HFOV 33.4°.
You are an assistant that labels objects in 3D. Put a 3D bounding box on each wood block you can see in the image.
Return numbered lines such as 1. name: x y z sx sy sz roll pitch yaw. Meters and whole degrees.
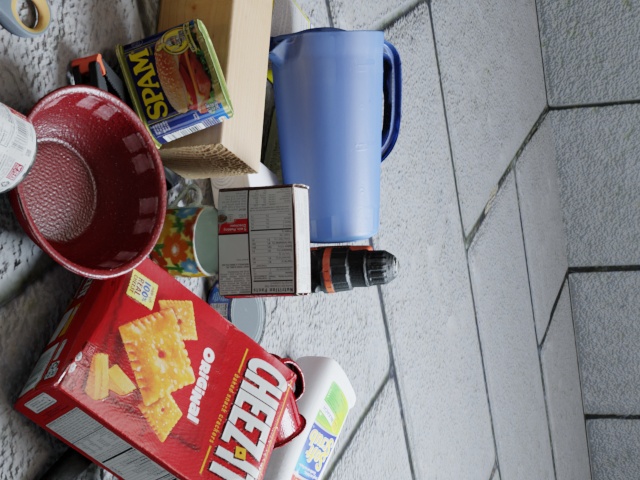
1. wood block: -0.113 -0.177 1.100 0.090 0.090 0.206 34 56 -62

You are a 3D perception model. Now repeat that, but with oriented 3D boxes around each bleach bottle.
1. bleach bottle: -0.028 0.265 1.287 0.102 0.068 0.250 65 34 -40

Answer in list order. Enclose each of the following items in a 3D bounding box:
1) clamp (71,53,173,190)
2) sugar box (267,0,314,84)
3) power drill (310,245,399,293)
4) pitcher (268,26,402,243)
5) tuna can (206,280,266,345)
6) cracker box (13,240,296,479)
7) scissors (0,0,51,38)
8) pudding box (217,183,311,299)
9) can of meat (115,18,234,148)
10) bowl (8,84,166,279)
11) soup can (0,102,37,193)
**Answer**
1. clamp: -0.185 -0.083 0.977 0.120 0.039 0.171 -92 161 -54
2. sugar box: -0.045 -0.244 1.323 0.176 0.048 0.093 47 47 -60
3. power drill: 0.015 0.033 1.281 0.187 0.184 0.057 4 85 -76
4. pitcher: 0.019 -0.124 1.238 0.145 0.149 0.243 -52 141 -78
5. tuna can: -0.093 0.083 1.187 0.086 0.034 0.086 -3 90 -67
6. cracker box: -0.134 0.129 0.931 0.213 0.072 0.164 40 44 -21
7. scissors: -0.267 -0.182 0.833 0.201 0.016 0.096 -60 141 -51
8. pudding box: -0.057 0.001 1.073 0.039 0.090 0.113 0 88 -67
9. can of meat: -0.136 -0.149 1.007 0.057 0.084 0.102 49 21 -81
10. bowl: -0.204 -0.045 0.889 0.161 0.055 0.162 14 72 -51
11. soup can: -0.261 -0.079 0.769 0.102 0.069 0.068 33 58 -63
